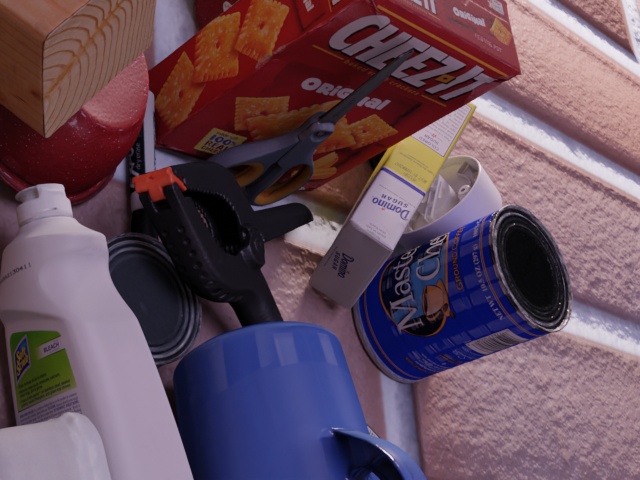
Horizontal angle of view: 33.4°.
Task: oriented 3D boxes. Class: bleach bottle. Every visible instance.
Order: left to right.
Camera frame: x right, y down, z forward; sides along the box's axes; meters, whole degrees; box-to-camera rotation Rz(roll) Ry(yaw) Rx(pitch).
[{"bbox_3d":[-0.122,0.088,0.577,0.067,0.103,0.251,2,69,-52],"label":"bleach bottle"}]

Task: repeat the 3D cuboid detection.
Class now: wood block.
[{"bbox_3d":[-0.195,-0.164,0.567,0.206,0.090,0.090,37,61,7],"label":"wood block"}]

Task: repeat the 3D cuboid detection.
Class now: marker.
[{"bbox_3d":[-0.121,-0.047,0.725,0.020,0.020,0.121,19,56,-42],"label":"marker"}]

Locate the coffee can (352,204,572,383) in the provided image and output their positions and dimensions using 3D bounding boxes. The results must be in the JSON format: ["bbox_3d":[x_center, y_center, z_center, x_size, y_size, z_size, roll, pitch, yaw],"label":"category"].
[{"bbox_3d":[0.110,0.044,0.840,0.102,0.141,0.103,26,51,-38],"label":"coffee can"}]

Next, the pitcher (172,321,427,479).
[{"bbox_3d":[-0.007,0.170,0.614,0.145,0.149,0.243,82,-6,-64],"label":"pitcher"}]

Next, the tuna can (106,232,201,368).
[{"bbox_3d":[-0.118,0.041,0.667,0.086,0.034,0.086,26,51,-38],"label":"tuna can"}]

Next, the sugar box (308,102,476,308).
[{"bbox_3d":[0.057,-0.038,0.840,0.048,0.093,0.176,34,52,2],"label":"sugar box"}]

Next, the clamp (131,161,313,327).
[{"bbox_3d":[-0.055,0.001,0.725,0.209,0.036,0.164,51,32,-46],"label":"clamp"}]

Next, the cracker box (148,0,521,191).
[{"bbox_3d":[0.006,-0.117,0.752,0.163,0.214,0.072,15,58,-44],"label":"cracker box"}]

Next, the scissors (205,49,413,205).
[{"bbox_3d":[-0.021,-0.073,0.726,0.096,0.202,0.016,-4,67,-26],"label":"scissors"}]

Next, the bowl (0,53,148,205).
[{"bbox_3d":[-0.156,-0.105,0.659,0.162,0.055,0.162,34,49,-51],"label":"bowl"}]
